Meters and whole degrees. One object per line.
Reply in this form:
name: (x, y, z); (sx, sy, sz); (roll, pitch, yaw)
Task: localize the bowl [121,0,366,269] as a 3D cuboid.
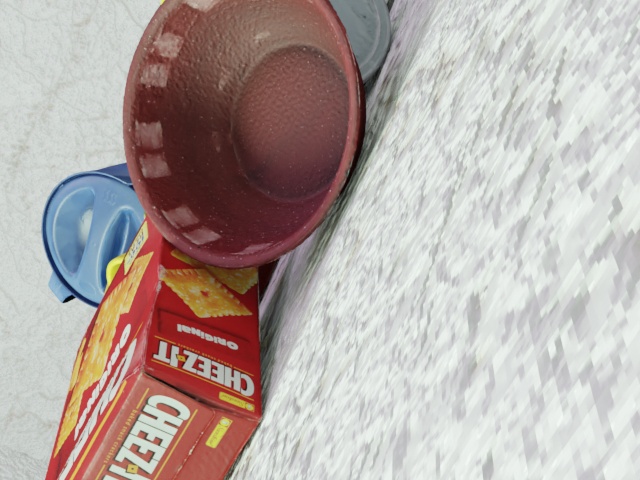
bowl: (-0.032, -0.066, 0.575); (0.055, 0.162, 0.162); (-1, -57, -54)

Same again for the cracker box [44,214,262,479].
cracker box: (-0.099, 0.085, 0.605); (0.164, 0.072, 0.213); (-59, 16, 22)

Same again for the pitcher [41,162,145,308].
pitcher: (-0.162, -0.021, 1.079); (0.242, 0.149, 0.145); (-30, -56, -61)
